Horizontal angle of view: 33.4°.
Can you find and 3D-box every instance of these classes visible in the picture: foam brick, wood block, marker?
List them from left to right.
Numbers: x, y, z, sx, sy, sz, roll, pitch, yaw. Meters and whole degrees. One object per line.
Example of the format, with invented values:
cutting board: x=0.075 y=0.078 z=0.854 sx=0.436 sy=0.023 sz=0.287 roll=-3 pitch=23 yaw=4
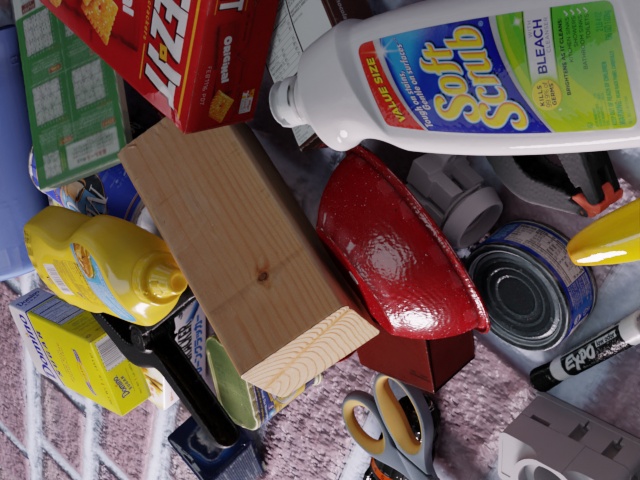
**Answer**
wood block: x=-0.056 y=0.001 z=0.793 sx=0.206 sy=0.091 sz=0.090 roll=58 pitch=-173 yaw=25
foam brick: x=0.069 y=0.072 z=0.813 sx=0.078 sy=0.051 sz=0.053 roll=17 pitch=131 yaw=41
marker: x=0.179 y=0.077 z=0.718 sx=0.020 sy=0.020 sz=0.121 roll=51 pitch=144 yaw=5

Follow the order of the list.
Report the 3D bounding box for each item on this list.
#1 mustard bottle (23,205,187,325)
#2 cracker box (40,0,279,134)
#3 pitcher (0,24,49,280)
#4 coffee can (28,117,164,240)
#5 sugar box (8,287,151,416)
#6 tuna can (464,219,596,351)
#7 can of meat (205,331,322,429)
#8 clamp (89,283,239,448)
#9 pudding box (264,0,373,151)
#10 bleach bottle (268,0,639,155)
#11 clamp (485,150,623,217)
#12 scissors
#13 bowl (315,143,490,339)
mustard bottle: x=-0.163 y=0.022 z=0.847 sx=0.192 sy=0.058 sz=0.096 roll=8 pitch=133 yaw=52
cracker box: x=-0.121 y=-0.200 z=0.752 sx=0.214 sy=0.071 sz=0.164 roll=43 pitch=135 yaw=31
pitcher: x=-0.340 y=-0.082 z=1.039 sx=0.145 sy=0.149 sz=0.243 roll=10 pitch=116 yaw=51
coffee can: x=-0.174 y=-0.052 z=0.947 sx=0.140 sy=0.102 sz=0.103 roll=34 pitch=140 yaw=27
sugar box: x=-0.252 y=0.112 z=1.104 sx=0.177 sy=0.048 sz=0.093 roll=11 pitch=126 yaw=45
tuna can: x=0.138 y=0.031 z=0.715 sx=0.086 sy=0.033 sz=0.086 roll=30 pitch=138 yaw=31
can of meat: x=-0.051 y=0.107 z=0.950 sx=0.058 sy=0.083 sz=0.102 roll=20 pitch=133 yaw=38
clamp: x=-0.147 y=0.073 z=0.946 sx=0.210 sy=0.036 sz=0.164 roll=29 pitch=133 yaw=41
pudding box: x=0.000 y=-0.129 z=0.719 sx=0.090 sy=0.039 sz=0.113 roll=-35 pitch=73 yaw=56
bleach bottle: x=0.082 y=-0.087 z=0.599 sx=0.251 sy=0.068 sz=0.102 roll=-5 pitch=104 yaw=34
clamp: x=0.110 y=-0.075 z=0.659 sx=0.171 sy=0.039 sz=0.120 roll=54 pitch=152 yaw=12
scissors: x=0.073 y=0.196 z=0.856 sx=0.096 sy=0.016 sz=0.202 roll=-9 pitch=102 yaw=46
bowl: x=0.045 y=0.012 z=0.728 sx=0.162 sy=0.055 sz=0.162 roll=54 pitch=174 yaw=8
